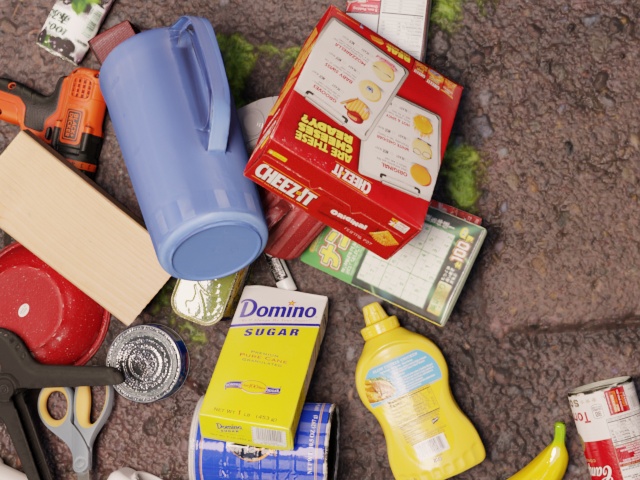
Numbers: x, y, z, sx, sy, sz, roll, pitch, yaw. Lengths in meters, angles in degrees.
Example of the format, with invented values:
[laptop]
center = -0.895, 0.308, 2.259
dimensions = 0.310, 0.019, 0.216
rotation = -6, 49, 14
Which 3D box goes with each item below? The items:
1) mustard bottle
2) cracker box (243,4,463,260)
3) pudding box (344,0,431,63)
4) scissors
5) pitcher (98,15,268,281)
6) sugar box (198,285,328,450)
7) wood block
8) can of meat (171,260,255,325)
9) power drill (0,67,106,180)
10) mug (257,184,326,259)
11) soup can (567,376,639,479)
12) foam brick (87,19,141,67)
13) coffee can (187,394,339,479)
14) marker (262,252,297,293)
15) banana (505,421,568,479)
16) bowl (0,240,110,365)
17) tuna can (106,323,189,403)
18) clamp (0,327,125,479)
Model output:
[mustard bottle]
center = 0.090, 0.154, 1.100
dimensions = 0.096, 0.058, 0.191
rotation = -24, 84, 5
[cracker box]
center = 0.037, -0.108, 1.035
dimensions = 0.164, 0.072, 0.213
rotation = 30, 48, -11
[pudding box]
center = 0.070, -0.227, 1.136
dimensions = 0.090, 0.039, 0.113
rotation = 7, 90, 8
[scissors]
center = -0.271, 0.231, 1.143
dimensions = 0.096, 0.016, 0.201
rotation = 1, 69, 18
[pitcher]
center = -0.129, -0.091, 1.049
dimensions = 0.145, 0.149, 0.243
rotation = -25, 58, 7
[sugar box]
center = -0.054, 0.124, 1.078
dimensions = 0.093, 0.048, 0.176
rotation = 8, 47, 8
[wood block]
center = -0.252, -0.015, 1.108
dimensions = 0.206, 0.090, 0.091
rotation = 40, 88, -13
[can of meat]
center = -0.108, 0.037, 1.123
dimensions = 0.057, 0.084, 0.102
rotation = 19, 90, 9
[power drill]
center = -0.334, -0.112, 1.180
dimensions = 0.188, 0.057, 0.184
rotation = 13, 88, 7
[mug]
center = -0.035, -0.030, 1.095
dimensions = 0.093, 0.117, 0.082
rotation = 42, 122, 1
[soup can]
center = 0.293, 0.193, 1.064
dimensions = 0.068, 0.068, 0.102
rotation = -16, 84, 7
[foam brick]
center = -0.208, -0.192, 1.166
dimensions = 0.051, 0.053, 0.078
rotation = -30, 84, 5
[coffee can]
center = -0.056, 0.214, 1.096
dimensions = 0.140, 0.102, 0.103
rotation = 2, 87, 8
[marker]
center = -0.058, 0.001, 1.150
dimensions = 0.020, 0.020, 0.121
rotation = -25, 83, 6
[banana]
center = 0.177, 0.257, 1.090
dimensions = 0.198, 0.037, 0.069
rotation = -32, 93, 8
[bowl]
center = -0.315, 0.074, 1.165
dimensions = 0.162, 0.055, 0.162
rotation = 0, 87, 8
[tuna can]
center = -0.187, 0.133, 1.154
dimensions = 0.086, 0.033, 0.086
rotation = 0, 87, 8
[clamp]
center = -0.313, 0.148, 1.118
dimensions = 0.210, 0.036, 0.165
rotation = 41, 101, 9
